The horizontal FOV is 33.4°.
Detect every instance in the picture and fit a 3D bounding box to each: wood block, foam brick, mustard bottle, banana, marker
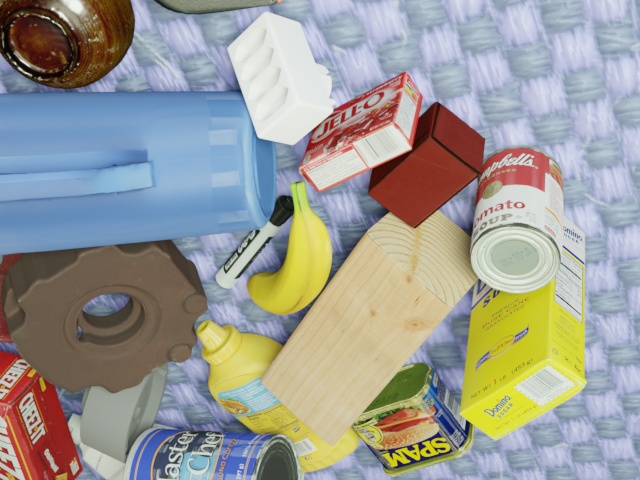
[{"bbox_3d":[0.044,0.070,0.909,0.090,0.090,0.206,41,130,9],"label":"wood block"},{"bbox_3d":[0.082,-0.058,0.833,0.051,0.053,0.078,36,129,-17],"label":"foam brick"},{"bbox_3d":[-0.051,0.145,1.030,0.096,0.058,0.191,-24,121,34],"label":"mustard bottle"},{"bbox_3d":[-0.024,0.024,0.885,0.037,0.069,0.198,-4,156,-19],"label":"banana"},{"bbox_3d":[-0.056,0.001,0.937,0.020,0.020,0.121,32,129,-13],"label":"marker"}]

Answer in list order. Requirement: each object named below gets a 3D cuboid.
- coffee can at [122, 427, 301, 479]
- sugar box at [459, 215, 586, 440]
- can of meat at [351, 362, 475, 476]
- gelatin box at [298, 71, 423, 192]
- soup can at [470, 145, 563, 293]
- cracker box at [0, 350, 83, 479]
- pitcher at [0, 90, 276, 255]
[{"bbox_3d":[-0.102,0.233,1.020,0.140,0.102,0.103,-2,129,24],"label":"coffee can"},{"bbox_3d":[0.159,0.061,0.832,0.048,0.176,0.093,36,127,-19],"label":"sugar box"},{"bbox_3d":[0.083,0.170,1.022,0.102,0.057,0.084,-23,118,28],"label":"can of meat"},{"bbox_3d":[0.031,-0.082,0.812,0.089,0.073,0.030,-24,120,30],"label":"gelatin box"},{"bbox_3d":[0.151,-0.017,0.818,0.068,0.102,0.068,7,131,8],"label":"soup can"},{"bbox_3d":[-0.368,0.181,1.102,0.214,0.072,0.164,11,132,22],"label":"cracker box"},{"bbox_3d":[-0.163,-0.055,0.830,0.243,0.149,0.145,-3,143,8],"label":"pitcher"}]
